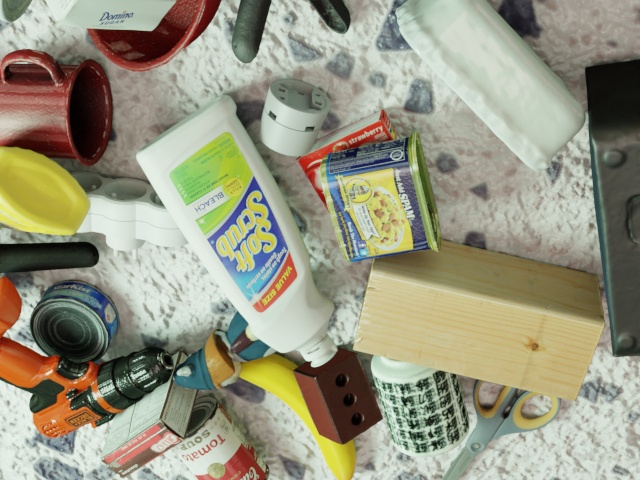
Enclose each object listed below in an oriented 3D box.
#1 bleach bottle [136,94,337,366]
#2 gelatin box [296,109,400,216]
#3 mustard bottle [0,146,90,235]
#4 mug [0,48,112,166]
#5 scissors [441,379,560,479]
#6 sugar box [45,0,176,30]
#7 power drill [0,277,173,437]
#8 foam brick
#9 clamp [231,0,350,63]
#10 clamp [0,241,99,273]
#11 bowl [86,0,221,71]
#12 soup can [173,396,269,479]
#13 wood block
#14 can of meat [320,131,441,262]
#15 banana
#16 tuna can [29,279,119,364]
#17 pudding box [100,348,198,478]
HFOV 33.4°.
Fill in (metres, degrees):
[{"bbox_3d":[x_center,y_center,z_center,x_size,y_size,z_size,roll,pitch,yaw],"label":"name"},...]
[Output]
[{"bbox_3d":[-0.056,0.001,0.956,0.102,0.068,0.251,-34,103,-3],"label":"bleach bottle"},{"bbox_3d":[0.034,-0.065,0.955,0.089,0.030,0.073,-23,113,20],"label":"gelatin box"},{"bbox_3d":[-0.284,-0.043,0.960,0.096,0.058,0.192,33,163,-30],"label":"mustard bottle"},{"bbox_3d":[-0.241,-0.121,0.932,0.081,0.093,0.117,4,147,13],"label":"mug"},{"bbox_3d":[0.181,0.206,1.091,0.096,0.016,0.202,12,121,3],"label":"scissors"},{"bbox_3d":[-0.189,-0.240,0.810,0.048,0.093,0.176,-39,70,37],"label":"sugar box"},{"bbox_3d":[-0.260,0.115,1.036,0.185,0.057,0.187,-29,126,28],"label":"power drill"},{"bbox_3d":[0.017,0.152,1.050,0.052,0.051,0.078,-29,106,-24],"label":"foam brick"},{"bbox_3d":[-0.026,-0.232,0.851,0.039,0.120,0.171,10,109,41],"label":"clamp"},{"bbox_3d":[-0.322,0.019,0.997,0.165,0.036,0.209,-24,154,18],"label":"clamp"},{"bbox_3d":[-0.127,-0.217,0.858,0.162,0.055,0.162,7,101,39],"label":"bowl"},{"bbox_3d":[-0.108,0.223,1.120,0.069,0.068,0.102,-25,111,22],"label":"soup can"},{"bbox_3d":[0.142,0.066,0.976,0.206,0.090,0.091,13,119,2],"label":"wood block"},{"bbox_3d":[0.053,-0.034,0.918,0.084,0.057,0.102,-10,116,13],"label":"can of meat"},{"bbox_3d":[-0.018,0.174,1.098,0.197,0.037,0.070,45,132,-14],"label":"banana"},{"bbox_3d":[-0.251,0.085,1.086,0.086,0.033,0.086,4,120,7],"label":"tuna can"},{"bbox_3d":[-0.168,0.174,1.076,0.090,0.113,0.039,-34,116,25],"label":"pudding box"}]
